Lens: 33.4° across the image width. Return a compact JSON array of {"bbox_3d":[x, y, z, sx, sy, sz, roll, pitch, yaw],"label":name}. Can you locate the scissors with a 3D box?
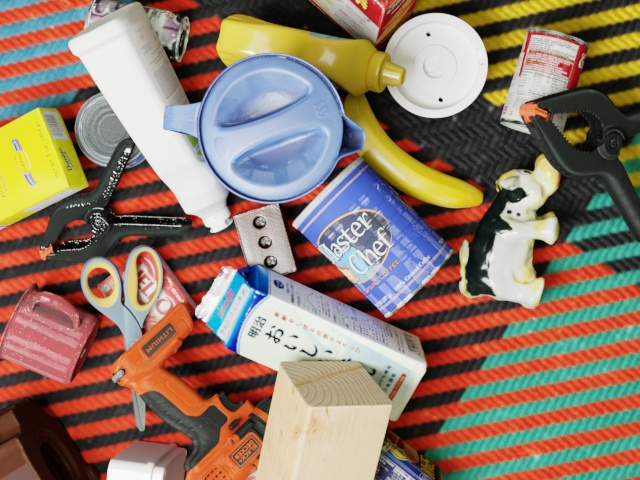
[{"bbox_3d":[-0.218,0.102,1.142,0.096,0.016,0.202,10,92,-19],"label":"scissors"}]

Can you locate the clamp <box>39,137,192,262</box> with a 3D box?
[{"bbox_3d":[-0.237,-0.035,1.158,0.171,0.039,0.120,-20,104,9],"label":"clamp"}]

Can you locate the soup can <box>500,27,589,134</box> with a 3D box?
[{"bbox_3d":[0.235,-0.164,1.123,0.068,0.068,0.102,16,93,3],"label":"soup can"}]

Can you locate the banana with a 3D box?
[{"bbox_3d":[0.087,-0.094,1.150,0.069,0.037,0.198,-43,89,5],"label":"banana"}]

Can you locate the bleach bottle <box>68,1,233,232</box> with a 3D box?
[{"bbox_3d":[-0.163,-0.117,1.114,0.068,0.102,0.251,-21,111,18],"label":"bleach bottle"}]

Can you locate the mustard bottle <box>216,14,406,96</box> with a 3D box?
[{"bbox_3d":[-0.004,-0.188,1.102,0.192,0.096,0.058,15,92,19],"label":"mustard bottle"}]

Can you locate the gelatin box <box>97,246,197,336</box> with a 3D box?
[{"bbox_3d":[-0.189,0.063,1.175,0.073,0.030,0.089,-36,90,3],"label":"gelatin box"}]

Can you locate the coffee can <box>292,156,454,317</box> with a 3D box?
[{"bbox_3d":[0.055,-0.004,1.122,0.140,0.103,0.103,45,94,1],"label":"coffee can"}]

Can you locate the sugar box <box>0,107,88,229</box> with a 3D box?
[{"bbox_3d":[-0.344,-0.066,1.148,0.176,0.048,0.093,-24,85,19],"label":"sugar box"}]

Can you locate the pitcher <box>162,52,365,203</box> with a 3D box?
[{"bbox_3d":[-0.047,-0.105,1.055,0.145,0.243,0.149,-40,89,4],"label":"pitcher"}]

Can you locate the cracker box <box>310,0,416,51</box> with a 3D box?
[{"bbox_3d":[0.021,-0.280,1.060,0.164,0.213,0.072,43,88,1],"label":"cracker box"}]

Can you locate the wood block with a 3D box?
[{"bbox_3d":[-0.006,0.232,1.063,0.090,0.090,0.206,3,111,-23],"label":"wood block"}]

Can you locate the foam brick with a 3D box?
[{"bbox_3d":[-0.058,0.001,1.155,0.053,0.051,0.078,-16,90,4],"label":"foam brick"}]

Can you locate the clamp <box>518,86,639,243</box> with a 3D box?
[{"bbox_3d":[0.294,-0.090,1.102,0.209,0.036,0.164,12,91,-22],"label":"clamp"}]

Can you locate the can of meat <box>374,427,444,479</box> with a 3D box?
[{"bbox_3d":[0.080,0.245,1.129,0.084,0.102,0.057,38,94,4],"label":"can of meat"}]

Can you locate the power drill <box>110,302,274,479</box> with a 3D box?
[{"bbox_3d":[-0.112,0.157,1.122,0.187,0.057,0.184,47,62,0],"label":"power drill"}]

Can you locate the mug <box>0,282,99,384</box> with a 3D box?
[{"bbox_3d":[-0.288,0.096,1.146,0.081,0.093,0.117,24,135,-2],"label":"mug"}]

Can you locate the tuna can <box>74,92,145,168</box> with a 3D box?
[{"bbox_3d":[-0.225,-0.121,1.170,0.086,0.033,0.086,0,92,4],"label":"tuna can"}]
